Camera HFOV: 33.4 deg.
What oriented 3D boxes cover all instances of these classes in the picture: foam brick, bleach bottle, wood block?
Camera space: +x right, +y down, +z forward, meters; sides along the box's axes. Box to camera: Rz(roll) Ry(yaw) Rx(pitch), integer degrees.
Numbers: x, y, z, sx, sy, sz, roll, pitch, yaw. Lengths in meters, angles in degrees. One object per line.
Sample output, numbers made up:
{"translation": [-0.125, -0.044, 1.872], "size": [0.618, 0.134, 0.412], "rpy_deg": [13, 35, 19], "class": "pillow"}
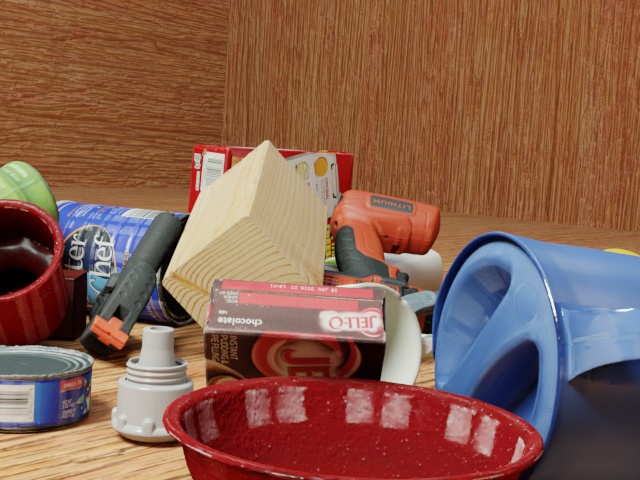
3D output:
{"translation": [-0.236, 0.051, 0.884], "size": [0.078, 0.051, 0.053], "rpy_deg": [3, 6, -1], "class": "foam brick"}
{"translation": [0.029, 0.046, 1.077], "size": [0.103, 0.068, 0.250], "rpy_deg": [6, 8, 32], "class": "bleach bottle"}
{"translation": [-0.056, 0.002, 0.895], "size": [0.090, 0.090, 0.206], "rpy_deg": [-37, 16, 14], "class": "wood block"}

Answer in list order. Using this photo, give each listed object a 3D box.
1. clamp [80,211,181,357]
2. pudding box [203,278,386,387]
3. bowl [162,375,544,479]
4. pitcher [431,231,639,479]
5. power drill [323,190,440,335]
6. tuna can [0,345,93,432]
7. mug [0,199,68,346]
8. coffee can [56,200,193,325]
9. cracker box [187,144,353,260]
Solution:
{"translation": [-0.160, 0.051, 0.841], "size": [0.039, 0.120, 0.171], "rpy_deg": [29, 21, -7], "class": "clamp"}
{"translation": [-0.014, 0.068, 0.566], "size": [0.090, 0.039, 0.113], "rpy_deg": [4, -38, 1], "class": "pudding box"}
{"translation": [0.012, 0.103, 0.458], "size": [0.162, 0.055, 0.162], "rpy_deg": [4, 5, -1], "class": "bowl"}
{"translation": [0.191, 0.069, 0.557], "size": [0.242, 0.145, 0.149], "rpy_deg": [5, 27, -19], "class": "pitcher"}
{"translation": [0.073, 0.029, 0.963], "size": [0.184, 0.057, 0.187], "rpy_deg": [12, 30, -2], "class": "power drill"}
{"translation": [-0.178, 0.086, 0.631], "size": [0.086, 0.034, 0.086], "rpy_deg": [3, 5, 0], "class": "tuna can"}
{"translation": [-0.241, 0.038, 0.796], "size": [0.093, 0.117, 0.081], "rpy_deg": [25, -34, 14], "class": "mug"}
{"translation": [-0.183, 0.019, 0.988], "size": [0.140, 0.103, 0.102], "rpy_deg": [6, 6, 22], "class": "coffee can"}
{"translation": [-0.060, -0.029, 1.275], "size": [0.072, 0.164, 0.213], "rpy_deg": [11, 9, 42], "class": "cracker box"}
